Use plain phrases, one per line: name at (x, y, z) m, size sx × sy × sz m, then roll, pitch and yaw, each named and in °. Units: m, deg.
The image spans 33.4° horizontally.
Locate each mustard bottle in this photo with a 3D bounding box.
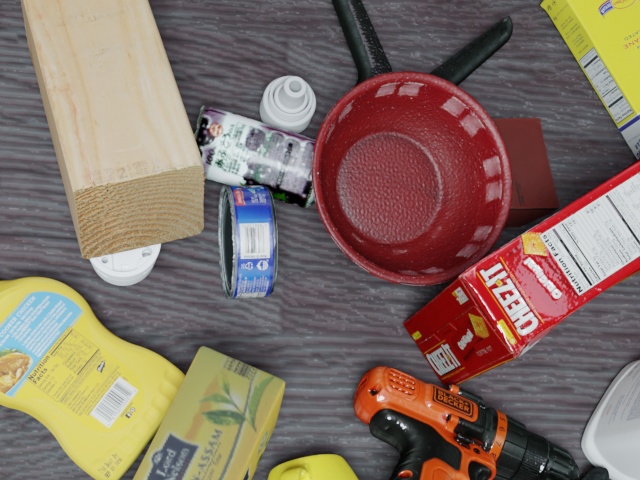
mustard bottle at (-0.196, 0.083, 0.769) m, size 0.191 × 0.058 × 0.096 m, roll 37°, pitch 73°, yaw 1°

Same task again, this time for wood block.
wood block at (-0.154, -0.102, 0.777) m, size 0.090 × 0.091 × 0.206 m, roll -13°, pitch 61°, yaw -14°

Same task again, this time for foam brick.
foam brick at (0.149, -0.054, 0.860) m, size 0.052 × 0.051 × 0.078 m, roll -2°, pitch 75°, yaw -29°

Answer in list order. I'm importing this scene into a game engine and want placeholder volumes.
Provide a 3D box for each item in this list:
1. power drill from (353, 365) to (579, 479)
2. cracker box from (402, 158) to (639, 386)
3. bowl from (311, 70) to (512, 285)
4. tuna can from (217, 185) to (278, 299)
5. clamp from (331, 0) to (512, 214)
power drill at (0.104, 0.183, 0.749) m, size 0.184 × 0.057 × 0.187 m, roll 23°, pitch 31°, yaw -6°
cracker box at (0.182, 0.020, 0.795) m, size 0.213 × 0.164 × 0.072 m, roll -31°, pitch 81°, yaw -16°
bowl at (0.062, -0.044, 0.814) m, size 0.162 × 0.055 × 0.162 m, roll 2°, pitch 83°, yaw -17°
tuna can at (-0.055, 0.001, 0.800) m, size 0.033 × 0.086 × 0.086 m, roll -2°, pitch 76°, yaw -12°
clamp at (0.075, -0.118, 0.877) m, size 0.164 × 0.036 × 0.210 m, roll 9°, pitch 77°, yaw -9°
